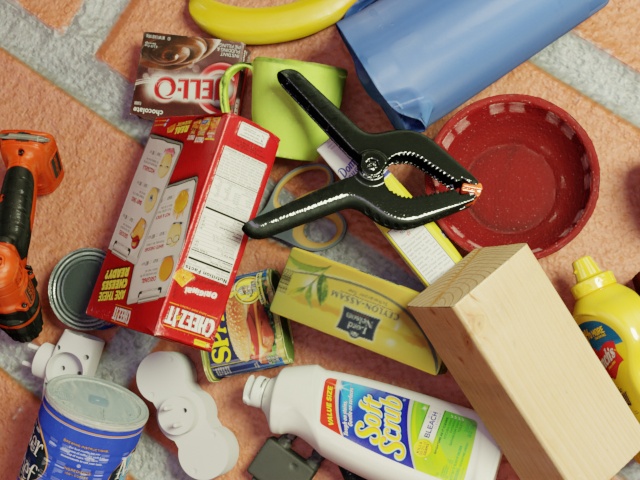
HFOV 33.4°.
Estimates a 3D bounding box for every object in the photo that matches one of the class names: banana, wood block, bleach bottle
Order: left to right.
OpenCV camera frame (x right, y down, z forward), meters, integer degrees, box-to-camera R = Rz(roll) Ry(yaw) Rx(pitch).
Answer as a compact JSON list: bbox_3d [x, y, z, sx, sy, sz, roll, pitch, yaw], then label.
[{"bbox_3d":[-0.056,-0.235,1.102,0.198,0.037,0.069,6,85,13],"label":"banana"},{"bbox_3d":[0.044,0.183,1.010,0.251,0.068,0.102,15,61,14],"label":"bleach bottle"},{"bbox_3d":[0.178,0.114,0.921,0.090,0.090,0.206,-37,100,-19],"label":"wood block"}]

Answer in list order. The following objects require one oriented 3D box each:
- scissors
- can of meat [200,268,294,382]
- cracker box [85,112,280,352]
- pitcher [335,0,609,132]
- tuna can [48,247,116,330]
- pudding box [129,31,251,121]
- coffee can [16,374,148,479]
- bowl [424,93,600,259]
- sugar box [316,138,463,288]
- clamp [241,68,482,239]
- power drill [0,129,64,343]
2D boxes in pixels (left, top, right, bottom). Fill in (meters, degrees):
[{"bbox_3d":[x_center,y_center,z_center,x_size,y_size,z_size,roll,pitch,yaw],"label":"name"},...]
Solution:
[{"bbox_3d":[-0.057,0.001,1.087,0.202,0.016,0.096,-38,84,13],"label":"scissors"},{"bbox_3d":[-0.076,0.083,1.062,0.084,0.057,0.102,-12,81,9],"label":"can of meat"},{"bbox_3d":[-0.132,-0.011,1.026,0.164,0.072,0.213,6,77,56],"label":"cracker box"},{"bbox_3d":[0.141,-0.215,1.017,0.243,0.145,0.149,-31,92,4],"label":"pitcher"},{"bbox_3d":[-0.237,0.051,1.112,0.086,0.033,0.086,-1,83,13],"label":"tuna can"},{"bbox_3d":[-0.134,-0.164,1.110,0.113,0.039,0.090,8,86,13],"label":"pudding box"},{"bbox_3d":[-0.238,0.217,1.045,0.103,0.102,0.140,24,102,14],"label":"coffee can"},{"bbox_3d":[0.181,-0.055,1.015,0.162,0.055,0.162,-1,81,8],"label":"bowl"},{"bbox_3d":[0.073,-0.027,1.021,0.048,0.093,0.176,-37,78,6],"label":"sugar box"},{"bbox_3d":[0.040,-0.072,0.963,0.210,0.036,0.164,5,74,-2],"label":"clamp"},{"bbox_3d":[-0.302,-0.003,1.084,0.057,0.184,0.187,4,65,-5],"label":"power drill"}]
